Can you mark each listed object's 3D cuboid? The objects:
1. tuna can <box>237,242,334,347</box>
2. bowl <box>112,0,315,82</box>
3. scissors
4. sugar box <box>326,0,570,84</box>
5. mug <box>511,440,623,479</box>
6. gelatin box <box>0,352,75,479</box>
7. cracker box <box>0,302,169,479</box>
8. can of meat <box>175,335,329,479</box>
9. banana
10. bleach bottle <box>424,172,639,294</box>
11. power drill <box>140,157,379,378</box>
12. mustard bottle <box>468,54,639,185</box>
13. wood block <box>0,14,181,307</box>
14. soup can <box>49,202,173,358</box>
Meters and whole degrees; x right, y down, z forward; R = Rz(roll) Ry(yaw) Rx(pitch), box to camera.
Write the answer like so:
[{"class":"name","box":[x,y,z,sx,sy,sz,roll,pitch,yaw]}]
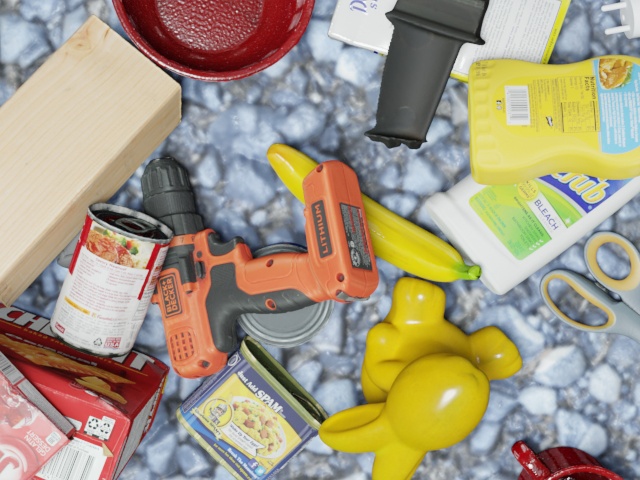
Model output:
[{"class":"tuna can","box":[-0.031,0.044,0.889,0.086,0.034,0.086,0,95,1]},{"class":"bowl","box":[-0.086,-0.200,0.849,0.162,0.055,0.162,1,85,-10]},{"class":"scissors","box":[0.281,0.064,0.886,0.202,0.016,0.096,26,90,5]},{"class":"sugar box","box":[0.102,-0.181,0.864,0.176,0.048,0.093,20,97,2]},{"class":"mug","box":[0.198,0.210,0.875,0.117,0.081,0.093,45,94,-3]},{"class":"gelatin box","box":[-0.214,0.119,0.683,0.073,0.030,0.089,-43,92,2]},{"class":"cracker box","box":[-0.211,0.112,0.806,0.164,0.213,0.072,21,93,-2]},{"class":"can of meat","box":[-0.056,0.145,0.886,0.084,0.057,0.102,-44,93,5]},{"class":"banana","box":[0.043,-0.018,0.867,0.198,0.070,0.037,30,66,10]},{"class":"bleach bottle","box":[0.213,-0.068,0.864,0.251,0.068,0.102,-38,89,0]},{"class":"power drill","box":[-0.055,0.001,0.834,0.188,0.057,0.184,-19,78,28]},{"class":"mustard bottle","box":[0.209,-0.093,0.807,0.192,0.058,0.096,-2,67,7]},{"class":"wood block","box":[-0.209,-0.059,0.823,0.091,0.090,0.206,39,76,3]},{"class":"soup can","box":[-0.162,0.031,0.823,0.068,0.068,0.102,21,103,-1]}]
